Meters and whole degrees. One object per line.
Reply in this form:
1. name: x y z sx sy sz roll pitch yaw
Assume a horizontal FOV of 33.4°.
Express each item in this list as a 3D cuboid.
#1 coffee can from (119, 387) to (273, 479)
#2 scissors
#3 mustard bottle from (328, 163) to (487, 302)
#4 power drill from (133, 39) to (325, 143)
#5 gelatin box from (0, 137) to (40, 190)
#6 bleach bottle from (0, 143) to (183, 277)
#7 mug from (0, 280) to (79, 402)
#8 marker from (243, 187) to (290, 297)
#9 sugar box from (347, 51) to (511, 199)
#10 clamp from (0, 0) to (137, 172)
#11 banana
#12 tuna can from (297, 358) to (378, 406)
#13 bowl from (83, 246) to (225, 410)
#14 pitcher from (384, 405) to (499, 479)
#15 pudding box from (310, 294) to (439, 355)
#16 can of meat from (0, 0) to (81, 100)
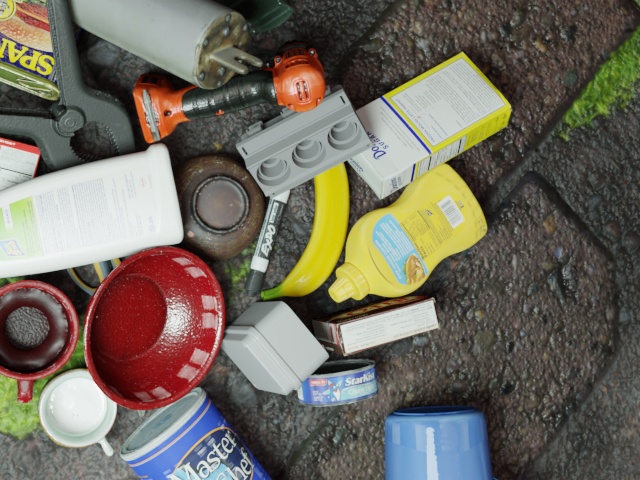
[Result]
1. coffee can: -0.116 0.232 1.060 0.102 0.103 0.140 -39 100 -15
2. scissors: -0.191 0.069 1.088 0.096 0.016 0.202 -30 97 -17
3. mustard bottle: 0.085 0.005 1.148 0.191 0.058 0.096 -37 101 -21
4. power drill: -0.088 -0.156 1.070 0.187 0.184 0.057 -13 109 1
5. gelatin box: -0.320 -0.057 1.044 0.073 0.030 0.089 14 84 -18
6. bleach bottle: -0.262 -0.022 1.012 0.250 0.068 0.102 -11 88 -12
7. mug: -0.282 0.097 1.023 0.093 0.082 0.117 -1 88 -18
8. marker: -0.057 0.001 1.131 0.020 0.020 0.121 18 83 -16
9. sugar box: 0.110 -0.126 1.159 0.176 0.048 0.093 -31 65 -14
10. clamp: -0.255 -0.115 1.020 0.164 0.036 0.210 -39 130 -3
11. banana: -0.003 -0.021 1.140 0.069 0.037 0.198 19 83 -19
12. tuna can: 0.017 0.148 1.115 0.086 0.086 0.034 -8 92 -18
13. bowl: -0.172 0.081 1.044 0.161 0.055 0.162 -11 106 -40
14. pitcher: 0.139 0.300 1.128 0.148 0.145 0.243 2 84 -49
15. pudding box: 0.057 0.087 1.128 0.113 0.090 0.039 -16 93 -17
16. can of meat: -0.290 -0.196 1.045 0.102 0.058 0.084 21 79 -17
